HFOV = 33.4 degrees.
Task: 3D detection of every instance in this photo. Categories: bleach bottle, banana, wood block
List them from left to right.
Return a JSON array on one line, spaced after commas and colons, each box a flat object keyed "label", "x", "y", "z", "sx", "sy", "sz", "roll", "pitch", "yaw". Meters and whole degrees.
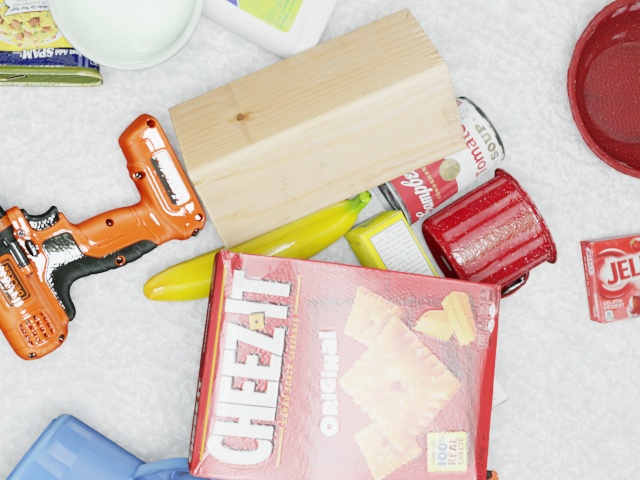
[{"label": "bleach bottle", "x": -0.106, "y": -0.235, "z": 0.865, "sx": 0.250, "sy": 0.068, "sz": 0.102, "roll": 24, "pitch": 90, "yaw": -5}, {"label": "banana", "x": -0.049, "y": 0.006, "z": 0.876, "sx": 0.198, "sy": 0.069, "sz": 0.037, "roll": -25, "pitch": 66, "yaw": -1}, {"label": "wood block", "x": -0.002, "y": -0.089, "z": 0.839, "sx": 0.206, "sy": 0.091, "sz": 0.090, "roll": -22, "pitch": 135, "yaw": 0}]

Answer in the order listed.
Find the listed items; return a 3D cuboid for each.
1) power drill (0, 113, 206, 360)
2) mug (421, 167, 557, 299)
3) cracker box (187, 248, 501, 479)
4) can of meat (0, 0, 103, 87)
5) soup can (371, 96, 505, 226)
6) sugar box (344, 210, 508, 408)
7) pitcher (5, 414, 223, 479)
[{"label": "power drill", "x": -0.199, "y": -0.025, "z": 0.836, "sx": 0.187, "sy": 0.057, "sz": 0.184, "roll": -31, "pitch": 105, "yaw": -16}, {"label": "mug", "x": 0.142, "y": 0.007, "z": 0.898, "sx": 0.081, "sy": 0.093, "sz": 0.117, "roll": -31, "pitch": 134, "yaw": -3}, {"label": "cracker box", "x": 0.019, "y": 0.100, "z": 0.784, "sx": 0.213, "sy": 0.072, "sz": 0.164, "roll": 8, "pitch": 83, "yaw": -7}, {"label": "can of meat", "x": -0.225, "y": -0.168, "z": 0.851, "sx": 0.102, "sy": 0.057, "sz": 0.084, "roll": -1, "pitch": 89, "yaw": -9}, {"label": "soup can", "x": 0.094, "y": -0.066, "z": 0.894, "sx": 0.102, "sy": 0.068, "sz": 0.068, "roll": -35, "pitch": 96, "yaw": -7}, {"label": "sugar box", "x": 0.084, "y": 0.060, "z": 0.882, "sx": 0.048, "sy": 0.093, "sz": 0.176, "roll": -29, "pitch": 95, "yaw": -5}, {"label": "pitcher", "x": -0.133, "y": 0.239, "z": 0.837, "sx": 0.243, "sy": 0.145, "sz": 0.149, "roll": 37, "pitch": 67, "yaw": -5}]
